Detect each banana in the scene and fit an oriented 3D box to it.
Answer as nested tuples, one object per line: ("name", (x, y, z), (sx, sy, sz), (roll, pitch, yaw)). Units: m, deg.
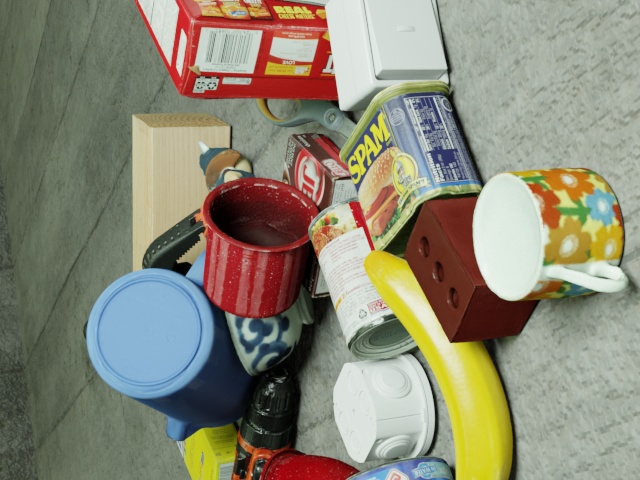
("banana", (0.082, 0.094, 0.693), (0.037, 0.070, 0.198), (14, -120, -71))

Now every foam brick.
("foam brick", (0.095, 0.018, 0.666), (0.053, 0.051, 0.078), (107, 148, -41))

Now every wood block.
("wood block", (-0.156, -0.033, 1.189), (0.090, 0.090, 0.206), (-145, 54, -62))

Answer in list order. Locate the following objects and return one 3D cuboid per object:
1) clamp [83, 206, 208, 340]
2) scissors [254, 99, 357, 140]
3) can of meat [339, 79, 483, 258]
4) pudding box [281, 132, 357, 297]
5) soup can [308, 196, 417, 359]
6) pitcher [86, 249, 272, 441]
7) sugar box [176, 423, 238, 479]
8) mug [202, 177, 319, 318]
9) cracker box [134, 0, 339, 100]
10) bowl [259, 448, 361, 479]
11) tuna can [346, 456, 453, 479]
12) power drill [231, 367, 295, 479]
("clamp", (-0.156, 0.046, 1.108), (0.210, 0.164, 0.036), (110, 152, -44))
("scissors", (0.015, -0.118, 0.864), (0.202, 0.016, 0.096), (23, 94, 47))
("can of meat", (0.062, -0.045, 0.727), (0.102, 0.057, 0.084), (125, 132, -57))
("pudding box", (-0.002, -0.022, 0.898), (0.090, 0.039, 0.113), (-130, 42, -52))
("soup can", (0.038, 0.027, 0.780), (0.069, 0.068, 0.102), (118, 140, -51))
("pitcher", (-0.123, 0.089, 0.977), (0.243, 0.145, 0.149), (65, -179, -76))
("sugar box", (-0.130, 0.233, 1.232), (0.176, 0.048, 0.093), (-132, 43, -53))
("mug", (-0.056, 0.001, 0.868), (0.117, 0.093, 0.081), (-118, 29, -44))
("cracker box", (-0.057, -0.193, 0.840), (0.214, 0.164, 0.072), (-119, 35, -43))
("bowl", (0.018, 0.228, 0.812), (0.055, 0.161, 0.162), (-25, 64, 21))
("tuna can", (0.054, 0.182, 0.748), (0.086, 0.086, 0.034), (120, 141, -53))
("power drill", (-0.054, 0.235, 0.981), (0.187, 0.057, 0.184), (-90, 9, -60))
